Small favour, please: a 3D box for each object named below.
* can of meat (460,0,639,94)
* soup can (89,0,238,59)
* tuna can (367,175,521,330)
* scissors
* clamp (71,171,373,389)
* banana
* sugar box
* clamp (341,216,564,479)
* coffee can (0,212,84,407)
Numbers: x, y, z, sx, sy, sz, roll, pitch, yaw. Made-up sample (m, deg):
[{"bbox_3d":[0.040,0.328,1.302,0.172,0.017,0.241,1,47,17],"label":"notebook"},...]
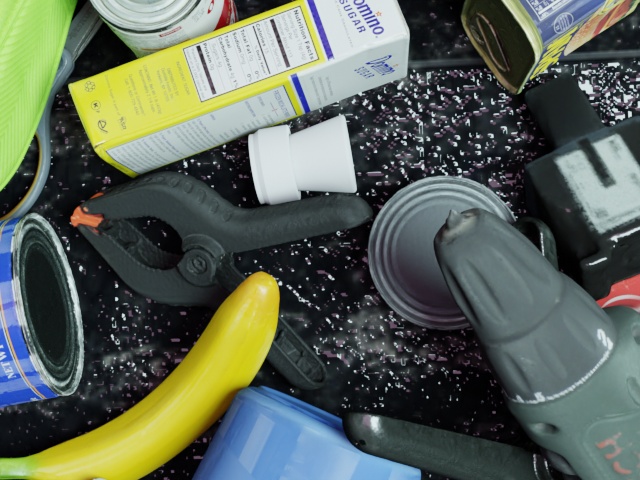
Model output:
[{"bbox_3d":[0.129,-0.133,0.578,0.084,0.102,0.057,-34,83,-1],"label":"can of meat"},{"bbox_3d":[-0.086,-0.134,0.593,0.068,0.102,0.068,0,85,4],"label":"soup can"},{"bbox_3d":[0.070,0.008,0.604,0.086,0.033,0.086,0,85,4],"label":"tuna can"},{"bbox_3d":[-0.179,-0.105,0.641,0.096,0.016,0.202,20,87,6],"label":"scissors"},{"bbox_3d":[-0.054,0.001,0.596,0.171,0.039,0.120,26,110,5],"label":"clamp"},{"bbox_3d":[-0.088,0.091,0.589,0.198,0.069,0.037,-37,56,12],"label":"banana"},{"bbox_3d":[-0.040,-0.089,0.591,0.176,0.093,0.048,-22,84,1],"label":"sugar box"},{"bbox_3d":[0.106,0.115,0.553,0.164,0.036,0.210,-36,105,-30],"label":"clamp"},{"bbox_3d":[-0.214,0.048,0.587,0.140,0.103,0.103,-12,85,3],"label":"coffee can"}]
